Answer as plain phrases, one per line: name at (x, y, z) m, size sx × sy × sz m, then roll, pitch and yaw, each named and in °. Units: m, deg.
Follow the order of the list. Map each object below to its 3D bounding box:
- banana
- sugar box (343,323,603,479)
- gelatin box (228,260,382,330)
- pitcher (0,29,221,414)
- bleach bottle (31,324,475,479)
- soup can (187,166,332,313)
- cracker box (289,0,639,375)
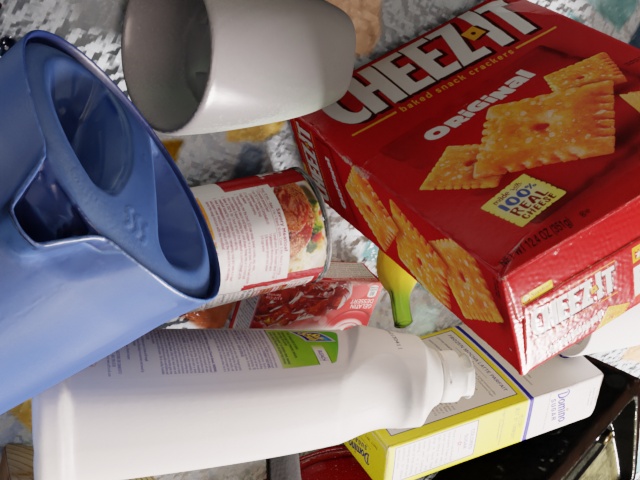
banana at (0.105, -0.016, 0.686) m, size 0.197 × 0.069 × 0.037 m, roll -31°, pitch 169°, yaw -20°
sugar box at (0.096, 0.104, 0.736) m, size 0.176 × 0.093 × 0.048 m, roll -11°, pitch 124°, yaw -26°
gelatin box at (-0.011, 0.050, 0.676) m, size 0.089 × 0.030 × 0.073 m, roll 4°, pitch 117°, yaw -33°
pitcher at (-0.173, 0.025, 0.479) m, size 0.243 × 0.145 × 0.149 m, roll -31°, pitch 144°, yaw 11°
bleach bottle at (-0.032, 0.086, 0.601) m, size 0.250 × 0.103 × 0.068 m, roll -1°, pitch 111°, yaw -13°
soup can at (-0.054, 0.001, 0.593) m, size 0.102 × 0.069 × 0.068 m, roll -12°, pitch 125°, yaw -25°
cracker box at (0.102, -0.046, 0.562) m, size 0.164 × 0.214 × 0.072 m, roll -29°, pitch 128°, yaw -14°
